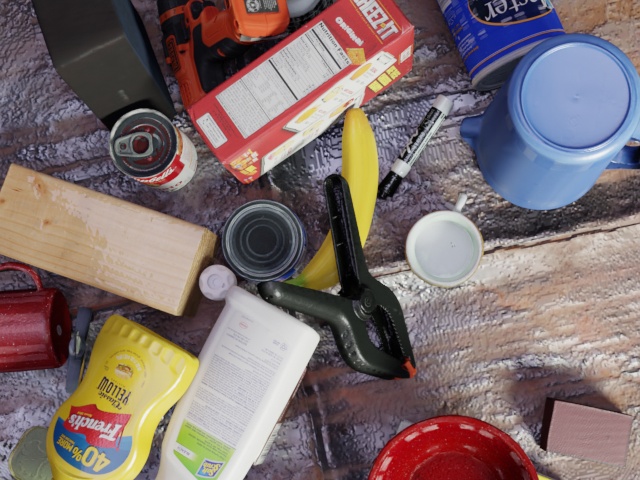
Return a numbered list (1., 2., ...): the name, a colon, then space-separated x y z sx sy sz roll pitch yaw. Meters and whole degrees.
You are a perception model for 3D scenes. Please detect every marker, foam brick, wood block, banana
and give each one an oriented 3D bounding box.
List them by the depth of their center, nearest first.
1. foam brick: 0.254 0.184 1.025 0.078 0.053 0.051 11 85 7
2. banana: 0.024 -0.031 1.066 0.037 0.069 0.198 14 82 44
3. wood block: -0.216 0.002 1.069 0.206 0.091 0.090 18 86 7
4. marker: 0.095 -0.094 1.086 0.020 0.020 0.121 33 88 8

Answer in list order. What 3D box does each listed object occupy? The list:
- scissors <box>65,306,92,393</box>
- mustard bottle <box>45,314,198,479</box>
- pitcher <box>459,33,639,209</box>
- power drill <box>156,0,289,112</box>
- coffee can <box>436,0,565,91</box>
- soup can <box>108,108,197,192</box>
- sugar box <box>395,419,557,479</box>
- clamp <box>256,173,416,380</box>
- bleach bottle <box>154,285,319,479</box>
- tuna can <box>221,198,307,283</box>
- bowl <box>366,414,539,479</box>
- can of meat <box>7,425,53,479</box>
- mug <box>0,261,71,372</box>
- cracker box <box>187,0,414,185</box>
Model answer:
1. scissors: -0.230 0.087 1.022 0.016 0.202 0.096 9 61 -11
2. mustard bottle: -0.197 0.171 0.983 0.096 0.058 0.191 27 84 17
3. pitcher: 0.223 -0.104 0.962 0.149 0.243 0.145 -33 84 2
4. power drill: -0.104 -0.231 1.042 0.057 0.188 0.184 -13 84 -29
5. coffee can: 0.171 -0.233 1.051 0.103 0.103 0.140 -23 82 3
6. soup can: -0.165 -0.088 1.068 0.068 0.102 0.068 -1 84 5
7. sugar box: 0.145 0.248 1.034 0.176 0.048 0.093 21 86 11
8. clamp: 0.025 0.063 1.012 0.036 0.164 0.210 -11 118 41
9. bleach bottle: -0.102 0.175 1.006 0.103 0.068 0.251 28 81 17
10. tuna can: -0.057 0.001 1.083 0.086 0.033 0.086 -1 84 5
11. bowl: 0.122 0.242 0.985 0.162 0.055 0.162 -1 82 7
12. can of meat: -0.244 0.225 1.052 0.102 0.084 0.057 32 88 8
13. mug: -0.300 0.078 1.066 0.081 0.093 0.117 -5 100 3
14. cracker box: -0.016 -0.148 1.029 0.213 0.164 0.072 -36 84 1
